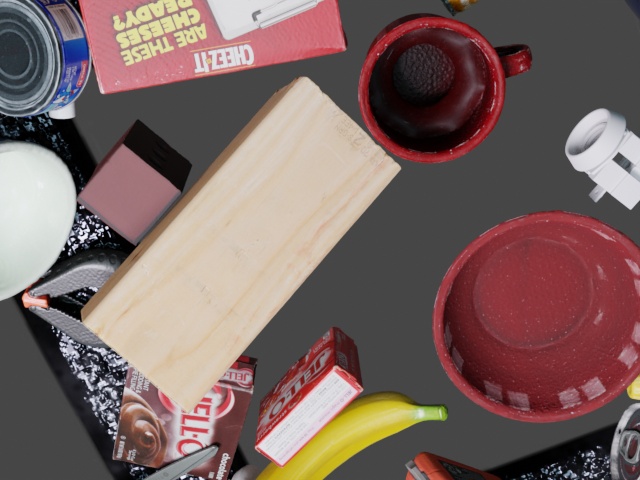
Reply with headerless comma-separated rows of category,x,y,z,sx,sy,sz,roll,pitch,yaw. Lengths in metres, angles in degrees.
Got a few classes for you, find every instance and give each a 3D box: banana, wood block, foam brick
banana,0.000,0.165,0.789,0.197,0.070,0.037,-34,107,-18
wood block,-0.055,0.000,0.704,0.090,0.091,0.206,43,83,-11
foam brick,-0.126,-0.041,0.734,0.053,0.078,0.051,39,103,-14

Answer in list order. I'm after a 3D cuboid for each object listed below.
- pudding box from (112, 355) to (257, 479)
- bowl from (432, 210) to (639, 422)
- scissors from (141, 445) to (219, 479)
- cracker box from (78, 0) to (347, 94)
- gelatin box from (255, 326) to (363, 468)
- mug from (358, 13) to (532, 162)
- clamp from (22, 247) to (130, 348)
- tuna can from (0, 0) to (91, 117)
pudding box,-0.101,0.125,0.791,0.090,0.039,0.114,14,132,-4
bowl,0.159,0.048,0.774,0.162,0.055,0.162,0,109,0
scissors,-0.148,0.217,0.833,0.202,0.016,0.096,-18,116,19
cracker box,-0.081,-0.216,0.679,0.164,0.072,0.214,-9,109,4
gelatin box,-0.009,0.114,0.787,0.030,0.073,0.089,40,104,-12
mug,0.082,-0.110,0.708,0.117,0.081,0.093,-17,108,6
clamp,-0.129,0.054,0.787,0.171,0.039,0.120,-1,110,4
tuna can,-0.197,-0.126,0.712,0.086,0.033,0.086,8,109,23
